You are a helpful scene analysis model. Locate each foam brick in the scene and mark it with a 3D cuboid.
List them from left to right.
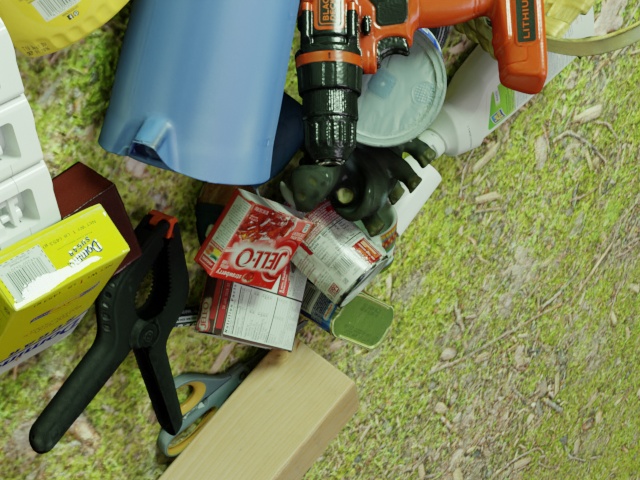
[{"bbox_3d":[-0.182,-0.011,0.827,0.053,0.051,0.078,-39,138,-25],"label":"foam brick"}]

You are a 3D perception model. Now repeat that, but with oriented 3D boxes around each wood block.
[{"bbox_3d":[-0.062,0.206,1.063,0.206,0.091,0.090,-49,159,-16],"label":"wood block"}]

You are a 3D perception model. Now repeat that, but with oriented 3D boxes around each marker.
[{"bbox_3d":[-0.135,0.070,0.963,0.120,0.020,0.020,-3,115,-49],"label":"marker"}]

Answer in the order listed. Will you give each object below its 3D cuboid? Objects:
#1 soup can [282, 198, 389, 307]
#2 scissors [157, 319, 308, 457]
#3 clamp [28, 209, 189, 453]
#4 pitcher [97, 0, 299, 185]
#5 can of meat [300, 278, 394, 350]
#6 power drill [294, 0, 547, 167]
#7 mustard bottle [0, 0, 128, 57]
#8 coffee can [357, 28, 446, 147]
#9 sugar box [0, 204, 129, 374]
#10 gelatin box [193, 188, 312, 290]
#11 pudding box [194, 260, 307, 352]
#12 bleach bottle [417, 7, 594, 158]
[{"bbox_3d":[0.006,0.004,0.996,0.068,0.102,0.068,-43,170,-9],"label":"soup can"},{"bbox_3d":[-0.092,0.127,1.052,0.201,0.016,0.096,-47,142,-17],"label":"scissors"},{"bbox_3d":[-0.151,0.080,0.901,0.164,0.036,0.210,17,92,-56],"label":"clamp"},{"bbox_3d":[-0.075,-0.172,0.796,0.144,0.149,0.243,6,107,-29],"label":"pitcher"},{"bbox_3d":[0.016,0.064,1.079,0.102,0.084,0.057,26,93,-53],"label":"can of meat"},{"bbox_3d":[0.074,-0.147,0.808,0.057,0.187,0.184,95,-6,-84],"label":"power drill"},{"bbox_3d":[-0.202,-0.205,0.664,0.096,0.058,0.191,-30,140,6],"label":"mustard bottle"},{"bbox_3d":[0.056,-0.142,0.922,0.140,0.103,0.103,-67,175,-75],"label":"coffee can"},{"bbox_3d":[-0.205,0.044,0.763,0.093,0.048,0.176,-31,170,-33],"label":"sugar box"},{"bbox_3d":[-0.056,0.001,0.916,0.089,0.030,0.073,19,107,-55],"label":"gelatin box"},{"bbox_3d":[-0.062,0.053,1.001,0.113,0.039,0.090,21,79,-51],"label":"pudding box"},{"bbox_3d":[0.190,-0.178,1.140,0.250,0.068,0.102,-43,140,-18],"label":"bleach bottle"}]
